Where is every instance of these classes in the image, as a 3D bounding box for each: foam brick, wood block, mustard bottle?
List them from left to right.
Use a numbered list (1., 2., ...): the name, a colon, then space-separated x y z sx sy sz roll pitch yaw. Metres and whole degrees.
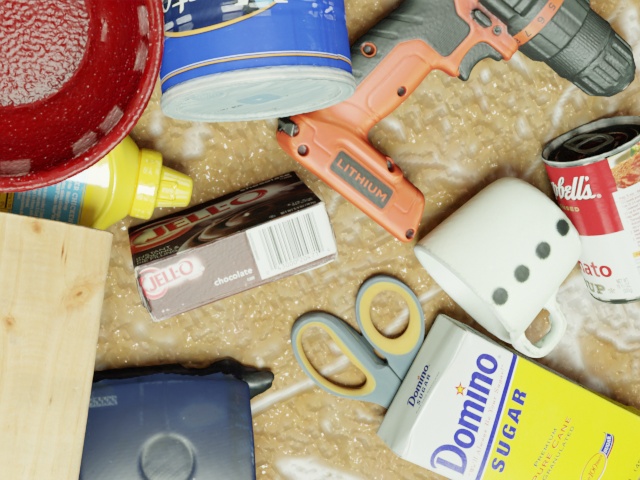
1. wood block: -0.172 0.096 0.546 0.090 0.091 0.206 11 73 -20
2. mustard bottle: -0.168 -0.045 0.603 0.191 0.058 0.096 10 103 -14
3. foam brick: -0.140 -0.140 0.587 0.078 0.053 0.051 -34 108 -1

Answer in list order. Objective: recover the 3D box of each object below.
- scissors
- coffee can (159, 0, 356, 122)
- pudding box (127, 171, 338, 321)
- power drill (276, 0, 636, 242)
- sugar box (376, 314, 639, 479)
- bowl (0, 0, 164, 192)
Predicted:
1. scissors: 0.070 0.099 0.712 0.201 0.016 0.096 37 95 -18
2. coffee can: -0.040 -0.141 0.561 0.102 0.103 0.140 -6 87 -10
3. pudding box: -0.054 0.001 0.622 0.113 0.090 0.039 -18 109 -7
4. power drill: 0.077 -0.094 0.643 0.184 0.057 0.187 36 92 -14
5. sugar box: 0.134 0.127 0.707 0.176 0.048 0.093 26 93 -24
6. bowl: -0.160 -0.107 0.533 0.162 0.055 0.162 -3 105 -10
